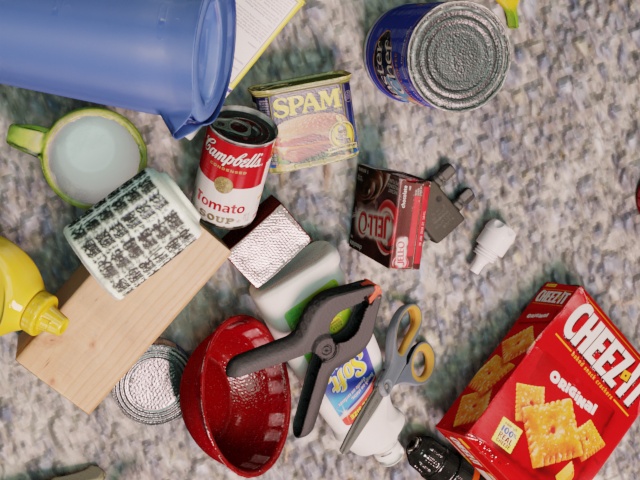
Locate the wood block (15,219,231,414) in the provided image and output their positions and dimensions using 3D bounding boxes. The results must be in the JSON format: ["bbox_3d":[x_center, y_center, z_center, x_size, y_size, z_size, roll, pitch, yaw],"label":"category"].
[{"bbox_3d":[-0.192,0.053,1.035,0.090,0.091,0.206,41,89,-18],"label":"wood block"}]

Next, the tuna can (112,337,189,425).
[{"bbox_3d":[-0.170,0.143,1.088,0.086,0.034,0.086,-3,102,-14],"label":"tuna can"}]

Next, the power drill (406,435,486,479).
[{"bbox_3d":[0.122,0.329,1.187,0.184,0.057,0.187,40,89,-18],"label":"power drill"}]

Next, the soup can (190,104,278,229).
[{"bbox_3d":[-0.085,-0.070,1.030,0.068,0.068,0.102,6,128,-16],"label":"soup can"}]

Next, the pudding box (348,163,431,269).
[{"bbox_3d":[0.068,-0.025,1.074,0.039,0.114,0.090,4,100,-19],"label":"pudding box"}]

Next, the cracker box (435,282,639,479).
[{"bbox_3d":[0.252,0.178,1.160,0.164,0.072,0.213,47,74,-18],"label":"cracker box"}]

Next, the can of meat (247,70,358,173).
[{"bbox_3d":[-0.015,-0.119,1.064,0.102,0.057,0.084,-12,107,-11],"label":"can of meat"}]

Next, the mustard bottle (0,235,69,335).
[{"bbox_3d":[-0.313,0.033,0.971,0.192,0.058,0.096,29,119,10],"label":"mustard bottle"}]

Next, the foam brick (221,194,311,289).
[{"bbox_3d":[-0.057,0.001,1.080,0.078,0.051,0.053,-41,109,-3],"label":"foam brick"}]

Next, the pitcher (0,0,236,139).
[{"bbox_3d":[-0.199,-0.192,0.936,0.243,0.149,0.145,10,126,8],"label":"pitcher"}]

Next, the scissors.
[{"bbox_3d":[0.076,0.157,1.107,0.096,0.016,0.201,51,47,-35],"label":"scissors"}]

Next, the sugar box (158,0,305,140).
[{"bbox_3d":[-0.104,-0.192,1.013,0.093,0.048,0.176,39,106,-16],"label":"sugar box"}]

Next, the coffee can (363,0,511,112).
[{"bbox_3d":[0.110,-0.180,1.039,0.102,0.140,0.103,-3,102,-14],"label":"coffee can"}]

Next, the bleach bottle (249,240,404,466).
[{"bbox_3d":[0.027,0.130,1.123,0.102,0.068,0.251,-33,110,-8],"label":"bleach bottle"}]

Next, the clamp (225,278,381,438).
[{"bbox_3d":[0.001,0.113,1.055,0.171,0.039,0.120,-38,124,-8],"label":"clamp"}]

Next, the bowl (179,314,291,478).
[{"bbox_3d":[-0.093,0.157,1.072,0.055,0.161,0.162,-9,107,28],"label":"bowl"}]
